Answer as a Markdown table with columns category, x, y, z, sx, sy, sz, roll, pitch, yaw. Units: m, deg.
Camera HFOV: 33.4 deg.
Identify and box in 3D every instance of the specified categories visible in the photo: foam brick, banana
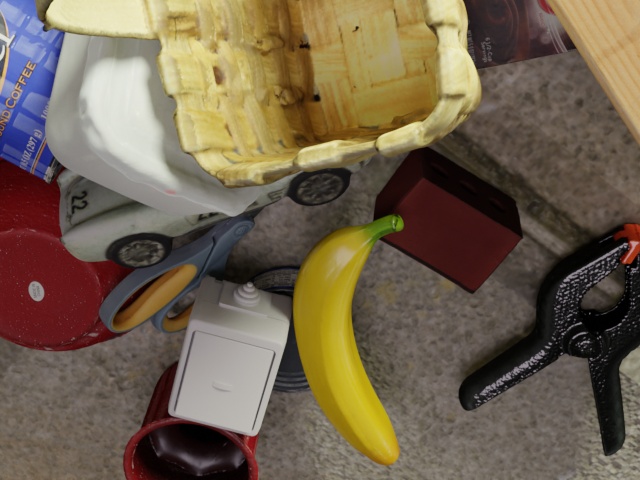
| category | x | y | z | sx | sy | sz | roll | pitch | yaw |
| --- | --- | --- | --- | --- | --- | --- | --- | --- | --- |
| foam brick | 0.079 | -0.015 | 0.670 | 0.078 | 0.053 | 0.051 | 30 | 118 | -13 |
| banana | 0.016 | 0.066 | 0.683 | 0.070 | 0.037 | 0.198 | 15 | 128 | 24 |

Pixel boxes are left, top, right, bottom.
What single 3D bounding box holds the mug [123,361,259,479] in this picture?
| category | x | y | z | sx | sy | sz | roll | pitch | yaw |
| --- | --- | --- | --- | --- | --- | --- | --- | --- | --- |
| mug | -0.091 | 0.145 | 0.761 | 0.093 | 0.081 | 0.117 | 29 | 118 | -11 |

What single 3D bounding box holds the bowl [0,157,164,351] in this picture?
| category | x | y | z | sx | sy | sz | roll | pitch | yaw |
| --- | --- | --- | --- | --- | --- | --- | --- | --- | --- |
| bowl | -0.184 | 0.019 | 0.713 | 0.162 | 0.055 | 0.162 | 2 | 121 | 4 |

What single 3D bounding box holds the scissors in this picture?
| category | x | y | z | sx | sy | sz | roll | pitch | yaw |
| --- | --- | --- | --- | --- | --- | --- | --- | --- | --- |
| scissors | -0.055 | 0.001 | 0.705 | 0.201 | 0.016 | 0.096 | -36 | 154 | -1 |

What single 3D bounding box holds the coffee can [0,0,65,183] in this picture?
| category | x | y | z | sx | sy | sz | roll | pitch | yaw |
| --- | --- | --- | --- | --- | --- | --- | --- | --- | --- |
| coffee can | -0.195 | -0.110 | 0.611 | 0.140 | 0.102 | 0.103 | 28 | 118 | -11 |

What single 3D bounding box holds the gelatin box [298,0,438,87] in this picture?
| category | x | y | z | sx | sy | sz | roll | pitch | yaw |
| --- | --- | --- | --- | --- | --- | --- | --- | --- | --- |
| gelatin box | 0.027 | -0.121 | 0.604 | 0.089 | 0.030 | 0.073 | 46 | 120 | 16 |

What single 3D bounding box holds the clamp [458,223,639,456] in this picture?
| category | x | y | z | sx | sy | sz | roll | pitch | yaw |
| --- | --- | --- | --- | --- | --- | --- | --- | --- | --- |
| clamp | 0.165 | 0.065 | 0.716 | 0.120 | 0.039 | 0.171 | 8 | 114 | -4 |

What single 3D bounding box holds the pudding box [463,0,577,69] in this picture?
| category | x | y | z | sx | sy | sz | roll | pitch | yaw |
| --- | --- | --- | --- | --- | --- | --- | --- | --- | --- |
| pudding box | 0.115 | -0.158 | 0.591 | 0.090 | 0.039 | 0.113 | -9 | 118 | 11 |

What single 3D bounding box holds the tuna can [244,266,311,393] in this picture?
| category | x | y | z | sx | sy | sz | roll | pitch | yaw |
| --- | --- | --- | --- | --- | --- | --- | --- | --- | --- |
| tuna can | -0.021 | 0.061 | 0.734 | 0.086 | 0.033 | 0.086 | 2 | 120 | 4 |
